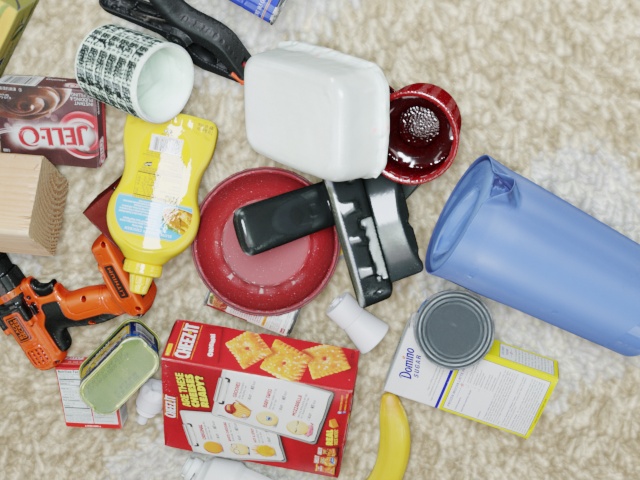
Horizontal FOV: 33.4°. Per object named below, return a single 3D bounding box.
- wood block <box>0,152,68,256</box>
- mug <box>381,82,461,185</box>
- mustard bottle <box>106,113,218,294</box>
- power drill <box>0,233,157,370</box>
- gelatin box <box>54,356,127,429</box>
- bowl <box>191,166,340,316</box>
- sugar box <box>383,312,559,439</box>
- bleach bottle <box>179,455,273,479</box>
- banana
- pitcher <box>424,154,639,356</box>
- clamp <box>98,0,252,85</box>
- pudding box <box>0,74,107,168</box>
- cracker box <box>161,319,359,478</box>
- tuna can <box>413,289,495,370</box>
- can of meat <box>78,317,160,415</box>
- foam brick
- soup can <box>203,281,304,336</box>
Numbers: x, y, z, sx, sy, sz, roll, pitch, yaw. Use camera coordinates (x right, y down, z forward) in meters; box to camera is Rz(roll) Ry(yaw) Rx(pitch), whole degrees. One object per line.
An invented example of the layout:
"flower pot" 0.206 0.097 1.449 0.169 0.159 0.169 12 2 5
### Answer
"wood block" -0.391 -0.044 1.154 0.206 0.090 0.091 5 75 7
"mug" 0.087 -0.118 1.059 0.117 0.081 0.093 41 113 -2
"mustard bottle" -0.171 -0.039 1.114 0.096 0.058 0.191 12 90 -4
"power drill" -0.297 0.048 1.225 0.188 0.057 0.184 -20 112 20
"gelatin box" -0.278 0.185 1.303 0.073 0.030 0.089 0 114 10
"bowl" -0.057 0.001 1.123 0.162 0.055 0.162 0 91 -2
"sugar box" 0.169 0.152 1.205 0.176 0.048 0.093 21 117 3
"bleach bottle" -0.062 0.344 1.329 0.251 0.068 0.103 29 130 -1
"banana" 0.069 0.269 1.284 0.069 0.037 0.198 24 118 -3
"pitcher" 0.234 0.026 1.095 0.242 0.149 0.145 26 102 -8
"clamp" -0.136 -0.216 1.047 0.171 0.120 0.039 29 78 -9
"pudding box" -0.287 -0.128 1.143 0.113 0.039 0.090 6 118 7
"cracker box" -0.070 0.182 1.228 0.214 0.072 0.164 10 133 4
"tuna can" 0.143 0.096 1.150 0.086 0.034 0.086 0 89 1
"can of meat" -0.231 0.145 1.225 0.102 0.084 0.057 -46 103 -1
"foam brick" -0.210 -0.027 1.174 0.051 0.053 0.078 -37 104 23
"soup can" -0.071 0.058 1.185 0.102 0.068 0.069 21 118 -2
